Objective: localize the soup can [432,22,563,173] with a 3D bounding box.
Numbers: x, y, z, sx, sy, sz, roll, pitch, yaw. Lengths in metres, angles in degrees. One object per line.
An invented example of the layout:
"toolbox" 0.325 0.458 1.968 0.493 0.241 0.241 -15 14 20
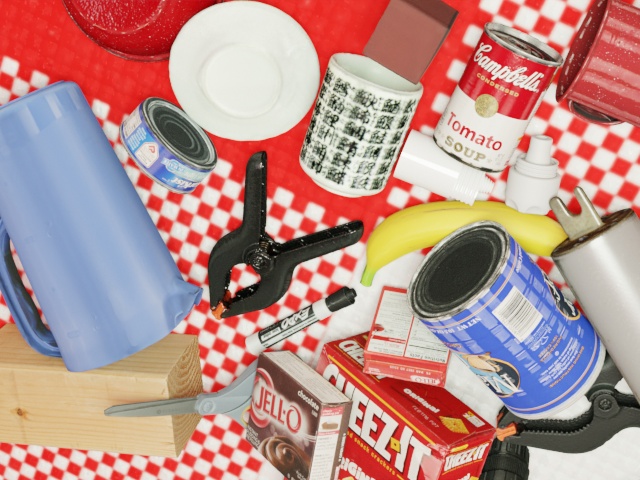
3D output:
"soup can" 0.140 -0.114 0.856 0.068 0.068 0.102 26 116 3

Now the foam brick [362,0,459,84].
"foam brick" 0.072 -0.166 0.848 0.051 0.078 0.053 31 115 -1

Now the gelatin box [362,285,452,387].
"gelatin box" 0.081 0.084 0.937 0.073 0.089 0.030 9 132 11

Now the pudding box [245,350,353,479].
"pudding box" -0.021 0.161 0.955 0.114 0.039 0.090 29 115 50

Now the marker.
"marker" -0.018 0.074 0.998 0.121 0.020 0.020 -29 102 23

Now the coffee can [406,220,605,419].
"coffee can" 0.154 0.067 0.884 0.103 0.103 0.140 -35 117 23

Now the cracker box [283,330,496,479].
"cracker box" 0.049 0.217 0.969 0.164 0.071 0.214 36 122 37

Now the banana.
"banana" 0.122 -0.005 0.924 0.198 0.037 0.069 -8 130 19

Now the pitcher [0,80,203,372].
"pitcher" -0.226 -0.010 0.961 0.149 0.145 0.243 -28 101 -21

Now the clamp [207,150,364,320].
"clamp" -0.056 0.001 0.968 0.120 0.039 0.172 46 115 -5

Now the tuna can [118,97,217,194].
"tuna can" -0.131 -0.083 0.928 0.086 0.086 0.034 45 112 -6

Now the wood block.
"wood block" -0.226 0.144 1.040 0.206 0.090 0.091 2 113 13

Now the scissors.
"scissors" -0.093 0.134 0.982 0.201 0.016 0.096 18 99 -35

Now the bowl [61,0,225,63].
"bowl" -0.162 -0.224 0.897 0.162 0.055 0.162 5 112 12

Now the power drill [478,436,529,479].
"power drill" 0.143 0.292 0.981 0.057 0.184 0.188 17 134 6

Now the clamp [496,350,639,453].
"clamp" 0.260 0.143 0.944 0.210 0.036 0.164 -29 101 19
